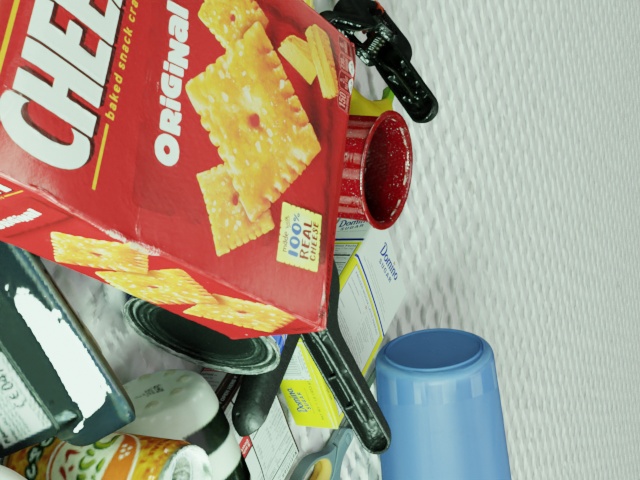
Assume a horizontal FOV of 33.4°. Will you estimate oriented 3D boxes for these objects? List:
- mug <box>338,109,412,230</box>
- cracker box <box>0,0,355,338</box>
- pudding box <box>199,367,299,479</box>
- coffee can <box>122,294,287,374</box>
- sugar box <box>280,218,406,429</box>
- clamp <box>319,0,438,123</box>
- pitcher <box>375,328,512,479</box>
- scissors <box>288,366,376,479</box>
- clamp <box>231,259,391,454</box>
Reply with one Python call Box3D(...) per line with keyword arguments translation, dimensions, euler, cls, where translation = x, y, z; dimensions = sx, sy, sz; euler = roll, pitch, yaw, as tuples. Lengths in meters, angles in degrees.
Box3D(translation=(0.023, -0.063, 0.849), dimensions=(0.117, 0.082, 0.093), euler=(-39, 130, -52), cls="mug")
Box3D(translation=(-0.074, -0.063, 0.483), dimensions=(0.213, 0.072, 0.164), euler=(31, 59, -47), cls="cracker box")
Box3D(translation=(-0.060, 0.144, 0.759), dimensions=(0.090, 0.039, 0.113), euler=(-59, 143, -45), cls="pudding box")
Box3D(translation=(-0.055, 0.001, 0.688), dimensions=(0.102, 0.103, 0.140), euler=(55, 45, -49), cls="coffee can")
Box3D(translation=(0.016, 0.062, 0.893), dimensions=(0.176, 0.048, 0.093), euler=(-59, 139, -48), cls="sugar box")
Box3D(translation=(0.051, -0.156, 0.876), dimensions=(0.120, 0.039, 0.171), euler=(46, 22, -11), cls="clamp")
Box3D(translation=(0.114, 0.207, 1.009), dimensions=(0.144, 0.149, 0.243), euler=(-27, 116, -45), cls="pitcher")
Box3D(translation=(0.018, 0.195, 0.938), dimensions=(0.201, 0.016, 0.096), euler=(-41, 129, -55), cls="scissors")
Box3D(translation=(-0.020, 0.053, 0.767), dimensions=(0.164, 0.036, 0.210), euler=(12, 60, -54), cls="clamp")
